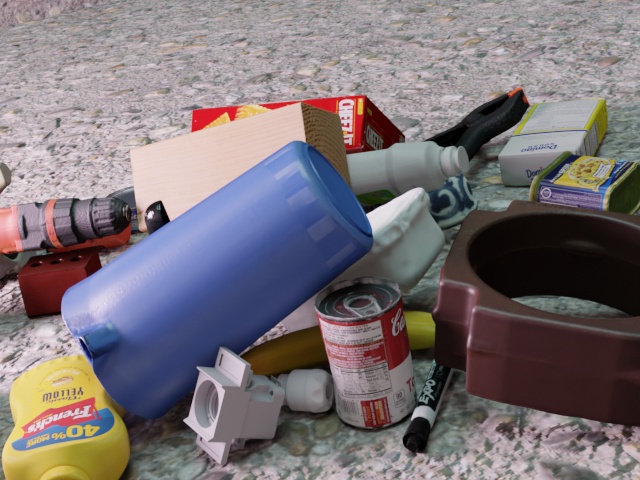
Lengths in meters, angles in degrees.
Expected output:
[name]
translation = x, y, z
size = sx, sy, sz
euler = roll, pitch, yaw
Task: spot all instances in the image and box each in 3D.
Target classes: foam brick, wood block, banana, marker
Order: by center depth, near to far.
[marker]
translation = 0.086, 0.126, 0.836
size = 0.020, 0.020, 0.121
euler = -2, 25, 20
[banana]
translation = 0.022, 0.086, 0.913
size = 0.198, 0.037, 0.069
euler = -10, -1, 0
[wood block]
translation = -0.083, -0.069, 1.097
size = 0.206, 0.091, 0.090
euler = -12, -8, 27
[foam brick]
translation = -0.274, 0.044, 1.136
size = 0.078, 0.051, 0.053
euler = -8, 23, 7

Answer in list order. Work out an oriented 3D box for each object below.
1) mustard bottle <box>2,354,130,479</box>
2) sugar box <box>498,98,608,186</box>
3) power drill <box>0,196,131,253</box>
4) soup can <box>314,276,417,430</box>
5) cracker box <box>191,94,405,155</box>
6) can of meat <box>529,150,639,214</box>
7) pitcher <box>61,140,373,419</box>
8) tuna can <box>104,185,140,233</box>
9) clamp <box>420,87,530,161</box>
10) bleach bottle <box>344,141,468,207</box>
[mustard bottle]
translation = -0.199, 0.159, 0.837
size = 0.096, 0.058, 0.192
euler = -9, 23, -8
[sugar box]
translation = 0.280, -0.118, 1.270
size = 0.093, 0.048, 0.176
euler = -2, 28, 28
[power drill]
translation = -0.275, -0.017, 1.181
size = 0.184, 0.057, 0.187
euler = -6, -2, 9
[soup can]
translation = 0.037, 0.089, 0.837
size = 0.068, 0.102, 0.068
euler = -9, 23, 4
[cracker box]
translation = -0.024, -0.109, 1.264
size = 0.214, 0.072, 0.164
euler = -1, -11, 21
[can of meat]
translation = 0.277, -0.049, 1.103
size = 0.084, 0.057, 0.101
euler = 11, 32, 36
[pitcher]
translation = -0.078, 0.028, 0.882
size = 0.243, 0.145, 0.149
euler = -35, 33, 12
[tuna can]
translation = -0.228, -0.040, 1.329
size = 0.086, 0.034, 0.086
euler = -9, 23, 4
[clamp]
translation = 0.183, -0.135, 1.322
size = 0.171, 0.039, 0.120
euler = -36, 27, -27
[bleach bottle]
translation = 0.041, -0.064, 1.143
size = 0.251, 0.068, 0.102
euler = -9, -7, 30
